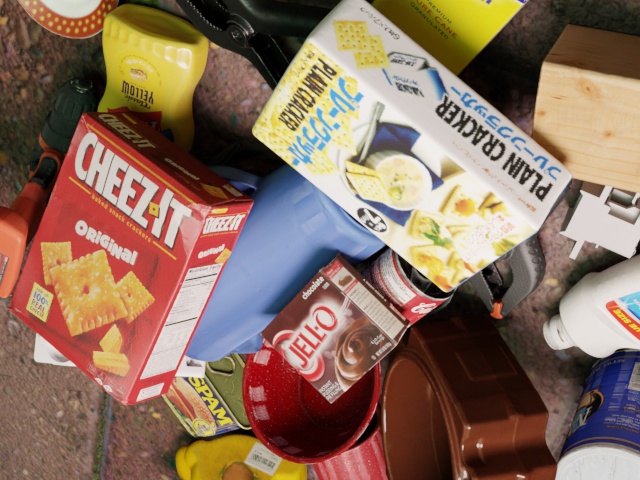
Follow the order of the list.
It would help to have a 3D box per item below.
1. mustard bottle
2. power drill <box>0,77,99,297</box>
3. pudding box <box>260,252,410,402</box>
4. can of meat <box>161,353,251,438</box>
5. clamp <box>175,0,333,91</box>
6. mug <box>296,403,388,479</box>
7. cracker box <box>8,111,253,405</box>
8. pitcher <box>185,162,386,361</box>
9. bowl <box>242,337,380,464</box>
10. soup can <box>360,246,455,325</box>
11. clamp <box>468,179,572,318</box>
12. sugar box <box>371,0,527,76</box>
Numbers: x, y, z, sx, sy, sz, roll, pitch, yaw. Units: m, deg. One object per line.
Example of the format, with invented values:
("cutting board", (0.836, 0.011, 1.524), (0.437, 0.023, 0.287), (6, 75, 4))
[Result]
("mustard bottle", (-0.165, -0.121, 1.014), (0.096, 0.058, 0.192), (22, 128, 10))
("power drill", (-0.277, -0.050, 1.037), (0.057, 0.187, 0.185), (25, 132, -3))
("pudding box", (0.012, 0.077, 0.926), (0.090, 0.039, 0.114), (43, 130, 2))
("can of meat", (-0.122, 0.165, 1.174), (0.084, 0.057, 0.102), (-22, 107, 39))
("clamp", (-0.057, -0.178, 0.922), (0.210, 0.036, 0.165), (34, 151, 16))
("mug", (0.024, 0.216, 1.118), (0.117, 0.093, 0.081), (25, 141, 52))
("cracker box", (-0.177, 0.015, 0.961), (0.164, 0.072, 0.214), (35, 113, 23))
("pitcher", (-0.056, 0.001, 0.991), (0.243, 0.149, 0.145), (-33, 63, 34))
("bowl", (0.001, 0.142, 1.066), (0.162, 0.055, 0.162), (-9, 73, 30))
("soup can", (0.062, 0.047, 0.949), (0.068, 0.068, 0.102), (45, 130, -4))
("clamp", (0.166, -0.005, 0.923), (0.120, 0.039, 0.171), (13, 131, 40))
("sugar box", (0.103, -0.190, 0.837), (0.093, 0.048, 0.176), (43, 131, 1))
